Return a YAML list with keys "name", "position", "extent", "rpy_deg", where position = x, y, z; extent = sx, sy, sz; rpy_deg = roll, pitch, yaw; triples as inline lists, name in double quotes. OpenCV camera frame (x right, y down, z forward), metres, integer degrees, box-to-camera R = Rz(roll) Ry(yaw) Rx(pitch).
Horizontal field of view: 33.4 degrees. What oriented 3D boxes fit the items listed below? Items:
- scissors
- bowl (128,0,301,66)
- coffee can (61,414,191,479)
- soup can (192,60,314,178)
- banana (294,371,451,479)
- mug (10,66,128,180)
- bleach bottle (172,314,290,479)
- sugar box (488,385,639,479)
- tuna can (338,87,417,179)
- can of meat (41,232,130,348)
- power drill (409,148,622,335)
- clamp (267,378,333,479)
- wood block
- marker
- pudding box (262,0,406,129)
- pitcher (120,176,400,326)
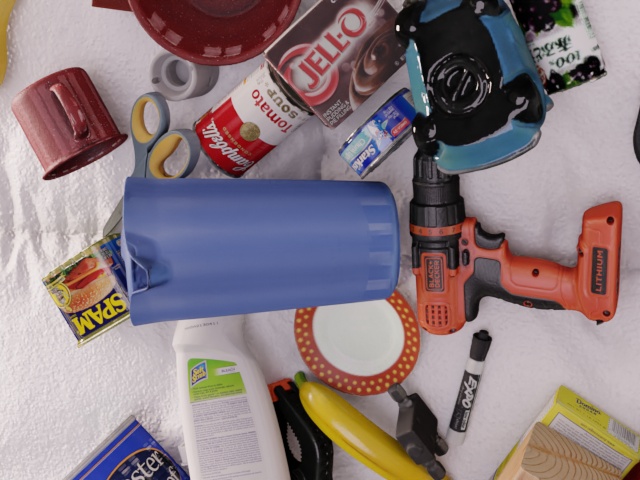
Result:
- name: "scissors"
  position: [-0.183, -0.075, 1.041]
  extent: [0.202, 0.016, 0.096]
  rpy_deg: [-25, 87, 47]
- name: "bowl"
  position: [-0.092, -0.241, 0.957]
  extent: [0.162, 0.055, 0.162]
  rpy_deg: [2, 111, 5]
- name: "coffee can"
  position: [-0.190, 0.270, 1.131]
  extent: [0.140, 0.102, 0.103]
  rpy_deg: [47, 114, 0]
- name: "soup can"
  position: [-0.060, -0.114, 0.988]
  extent: [0.102, 0.068, 0.068]
  rpy_deg: [-37, 92, 24]
- name: "banana"
  position: [0.051, 0.194, 1.045]
  extent: [0.198, 0.069, 0.037]
  rpy_deg: [38, 110, 5]
- name: "mug"
  position: [-0.245, -0.117, 1.029]
  extent: [0.093, 0.117, 0.081]
  rpy_deg: [-29, 91, -15]
- name: "bleach bottle"
  position: [-0.088, 0.161, 1.056]
  extent: [0.102, 0.068, 0.251]
  rpy_deg: [-10, 80, 2]
- name: "sugar box"
  position: [0.216, 0.233, 1.014]
  extent: [0.093, 0.048, 0.176]
  rpy_deg: [34, 118, 6]
- name: "tuna can"
  position: [0.056, -0.095, 0.945]
  extent: [0.034, 0.086, 0.086]
  rpy_deg: [47, 115, 2]
- name: "can of meat"
  position: [-0.227, 0.050, 1.102]
  extent: [0.102, 0.057, 0.084]
  rpy_deg: [-30, 92, 23]
- name: "power drill"
  position: [0.171, 0.000, 0.952]
  extent: [0.188, 0.057, 0.184]
  rpy_deg: [3, 111, 21]
- name: "clamp"
  position: [-0.024, 0.248, 1.088]
  extent: [0.165, 0.036, 0.210]
  rpy_deg: [-25, 82, 42]
- name: "wood block"
  position: [0.176, 0.280, 0.969]
  extent: [0.091, 0.090, 0.206]
  rpy_deg: [31, 116, 8]
- name: "marker"
  position: [0.142, 0.141, 1.024]
  extent: [0.020, 0.020, 0.121]
  rpy_deg: [17, 111, 13]
- name: "pudding box"
  position: [0.019, -0.168, 0.934]
  extent: [0.113, 0.039, 0.090]
  rpy_deg: [-43, 105, 3]
- name: "pitcher"
  position: [-0.056, 0.001, 0.968]
  extent: [0.242, 0.149, 0.145]
  rpy_deg: [-2, 150, -5]
